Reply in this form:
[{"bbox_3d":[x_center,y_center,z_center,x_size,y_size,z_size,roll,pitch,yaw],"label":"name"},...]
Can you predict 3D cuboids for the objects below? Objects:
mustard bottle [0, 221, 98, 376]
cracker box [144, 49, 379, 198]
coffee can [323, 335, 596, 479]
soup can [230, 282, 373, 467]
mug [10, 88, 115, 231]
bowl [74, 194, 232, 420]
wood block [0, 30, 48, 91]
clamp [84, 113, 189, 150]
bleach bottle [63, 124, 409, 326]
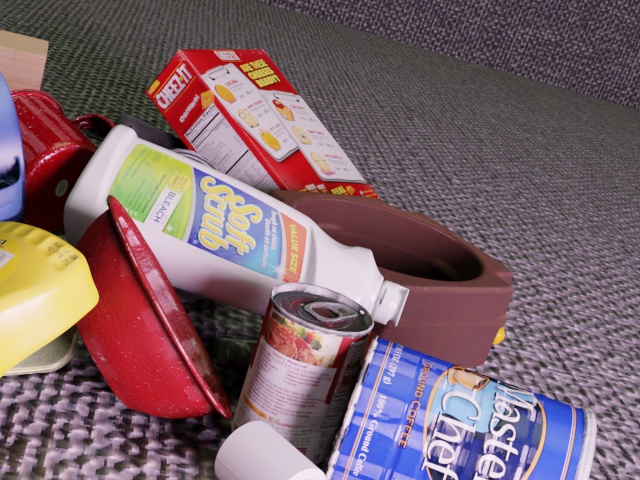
[{"bbox_3d":[-0.214,0.063,0.565,0.096,0.058,0.191,14,41,32],"label":"mustard bottle"},{"bbox_3d":[-0.057,-0.095,1.094,0.214,0.072,0.164,52,27,11],"label":"cracker box"},{"bbox_3d":[0.082,0.129,0.648,0.140,0.103,0.102,19,18,6],"label":"coffee can"},{"bbox_3d":[-0.013,0.087,0.682,0.068,0.102,0.068,16,18,-6],"label":"soup can"},{"bbox_3d":[-0.212,-0.065,0.847,0.117,0.093,0.082,-29,51,-29],"label":"mug"},{"bbox_3d":[-0.117,0.054,0.678,0.055,0.162,0.162,-28,29,-4],"label":"bowl"},{"bbox_3d":[-0.405,-0.189,1.147,0.205,0.090,0.091,11,19,-17],"label":"wood block"},{"bbox_3d":[-0.149,-0.090,1.140,0.209,0.036,0.165,22,-3,-30],"label":"clamp"},{"bbox_3d":[-0.055,0.001,0.787,0.251,0.068,0.102,19,53,6],"label":"bleach bottle"}]
